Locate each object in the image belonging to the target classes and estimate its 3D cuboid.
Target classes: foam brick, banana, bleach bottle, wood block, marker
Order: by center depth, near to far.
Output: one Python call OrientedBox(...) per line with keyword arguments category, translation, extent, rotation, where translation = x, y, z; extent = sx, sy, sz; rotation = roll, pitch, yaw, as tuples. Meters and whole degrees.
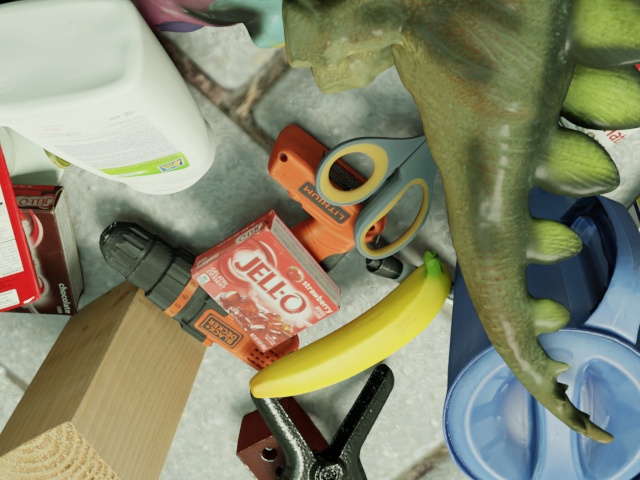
OrientedBox(category="bleach bottle", translation=(-0.129, -0.074, 0.679), extent=(0.102, 0.251, 0.068), rotation=(-7, 78, 4))
OrientedBox(category="banana", translation=(0.031, 0.066, 0.797), extent=(0.069, 0.037, 0.198), rotation=(25, 127, -37))
OrientedBox(category="marker", translation=(0.080, 0.032, 0.816), extent=(0.120, 0.020, 0.020), rotation=(23, 122, -37))
OrientedBox(category="wood block", translation=(-0.166, 0.125, 0.818), extent=(0.090, 0.206, 0.090), rotation=(-30, 110, 20))
OrientedBox(category="foam brick", translation=(-0.029, 0.184, 0.920), extent=(0.053, 0.051, 0.078), rotation=(-29, 111, 19))

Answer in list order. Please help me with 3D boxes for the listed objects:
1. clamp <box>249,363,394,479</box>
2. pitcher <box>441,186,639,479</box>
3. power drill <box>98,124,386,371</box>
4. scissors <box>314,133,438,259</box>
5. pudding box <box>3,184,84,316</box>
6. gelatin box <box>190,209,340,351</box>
OrientedBox(category="clamp", translation=(-0.007, 0.180, 0.870), extent=(0.120, 0.039, 0.171), rotation=(7, 95, -13))
OrientedBox(category="pitcher", translation=(0.153, 0.047, 0.718), extent=(0.149, 0.242, 0.145), rotation=(-21, 113, 16))
OrientedBox(category="power drill", translation=(-0.055, 0.001, 0.826), extent=(0.184, 0.057, 0.188), rotation=(36, 119, -16))
OrientedBox(category="scissors", translation=(0.072, -0.082, 0.754), extent=(0.096, 0.016, 0.202), rotation=(30, 97, -13))
OrientedBox(category="pudding box", translation=(-0.242, 0.007, 0.849), extent=(0.090, 0.039, 0.113), rotation=(3, 132, 5))
OrientedBox(category="gelatin box", translation=(-0.039, 0.031, 0.789), extent=(0.073, 0.030, 0.089), rotation=(-31, 115, 22))
